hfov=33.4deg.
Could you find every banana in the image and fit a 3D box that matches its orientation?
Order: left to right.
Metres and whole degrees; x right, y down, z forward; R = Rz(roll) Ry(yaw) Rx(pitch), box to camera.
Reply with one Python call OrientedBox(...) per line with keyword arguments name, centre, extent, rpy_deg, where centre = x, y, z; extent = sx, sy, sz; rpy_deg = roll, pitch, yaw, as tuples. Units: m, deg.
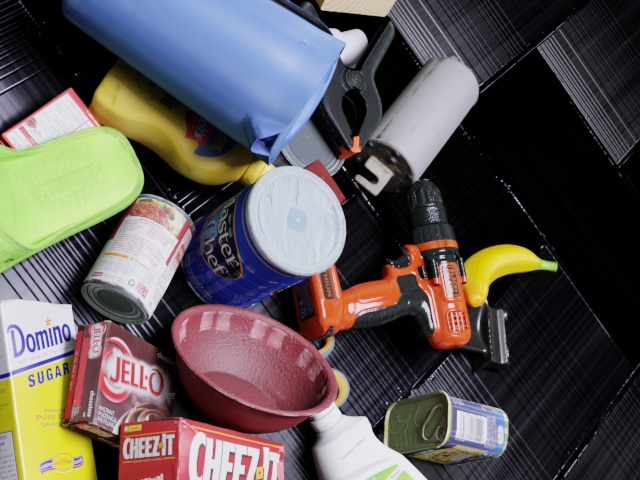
OrientedBox(name="banana", centre=(0.197, 0.034, 1.207), extent=(0.197, 0.070, 0.037), rpy_deg=(-19, 114, -50))

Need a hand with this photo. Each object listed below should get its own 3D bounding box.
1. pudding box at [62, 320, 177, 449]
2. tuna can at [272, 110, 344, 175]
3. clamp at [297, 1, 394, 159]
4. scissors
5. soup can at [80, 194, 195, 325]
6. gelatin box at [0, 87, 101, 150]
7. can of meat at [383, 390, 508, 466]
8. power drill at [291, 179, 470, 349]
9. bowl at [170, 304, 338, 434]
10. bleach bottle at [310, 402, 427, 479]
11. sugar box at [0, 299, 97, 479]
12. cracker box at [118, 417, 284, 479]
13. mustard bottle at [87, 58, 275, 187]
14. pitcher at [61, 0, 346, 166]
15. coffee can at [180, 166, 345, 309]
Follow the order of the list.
OrientedBox(name="pudding box", centre=(-0.169, 0.130, 0.917), extent=(0.113, 0.039, 0.090), rpy_deg=(45, 43, -56))
OrientedBox(name="tuna can", centre=(-0.017, -0.102, 1.138), extent=(0.086, 0.034, 0.086), rpy_deg=(12, 67, -30))
OrientedBox(name="clamp", centre=(0.037, -0.173, 1.150), extent=(0.120, 0.039, 0.171), rpy_deg=(-5, 83, -24))
OrientedBox(name="scissors", centre=(-0.043, 0.160, 1.038), extent=(0.096, 0.016, 0.201), rpy_deg=(52, 53, -7))
OrientedBox(name="soup can", centre=(-0.166, 0.018, 0.974), extent=(0.068, 0.069, 0.102), rpy_deg=(36, 57, -18))
OrientedBox(name="gelatin box", centre=(-0.243, -0.086, 0.983), extent=(0.073, 0.030, 0.089), rpy_deg=(52, 56, -8))
OrientedBox(name="can of meat", centre=(0.129, 0.194, 1.088), extent=(0.083, 0.102, 0.057), rpy_deg=(19, 64, -30))
OrientedBox(name="power drill", centre=(0.062, 0.026, 1.097), extent=(0.187, 0.057, 0.184), rpy_deg=(-3, 73, -25))
OrientedBox(name="bowl", centre=(-0.068, 0.126, 0.969), extent=(0.162, 0.055, 0.162), rpy_deg=(22, 22, -10))
OrientedBox(name="bleach bottle", centre=(0.075, 0.260, 1.050), extent=(0.102, 0.068, 0.251), rpy_deg=(-38, 95, -36))
OrientedBox(name="sugar box", centre=(-0.235, 0.138, 0.877), extent=(0.093, 0.048, 0.176), rpy_deg=(13, 65, -64))
OrientedBox(name="cracker box", centre=(-0.095, 0.267, 0.890), extent=(0.164, 0.072, 0.213), rpy_deg=(30, 55, -55))
OrientedBox(name="mustard bottle", centre=(-0.121, -0.108, 1.034), extent=(0.191, 0.058, 0.096), rpy_deg=(34, 52, -6))
OrientedBox(name="pitcher", centre=(-0.103, -0.191, 0.980), extent=(0.243, 0.149, 0.145), rpy_deg=(33, 93, -3))
OrientedBox(name="coffee can", centre=(-0.057, 0.001, 1.007), extent=(0.102, 0.141, 0.103), rpy_deg=(12, 67, -30))
